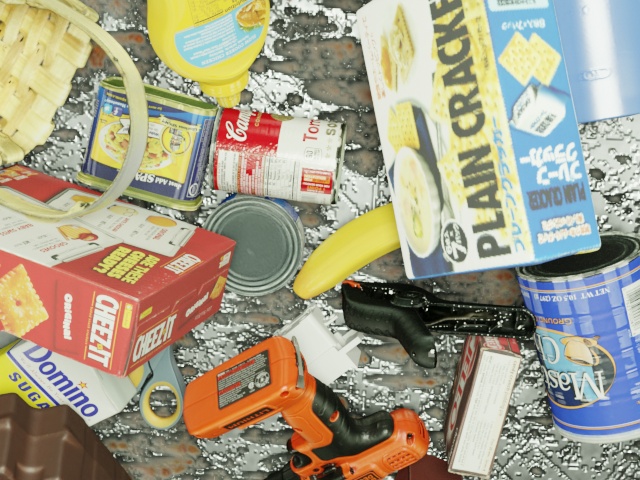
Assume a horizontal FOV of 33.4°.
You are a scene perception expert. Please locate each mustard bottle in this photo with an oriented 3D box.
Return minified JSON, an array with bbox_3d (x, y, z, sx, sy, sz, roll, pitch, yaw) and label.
[{"bbox_3d":[-0.086,-0.178,0.803,0.096,0.058,0.191,-32,140,-19],"label":"mustard bottle"}]

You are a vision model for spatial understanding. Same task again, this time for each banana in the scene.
[{"bbox_3d":[0.070,-0.003,0.866,0.198,0.069,0.037,-11,148,10],"label":"banana"}]

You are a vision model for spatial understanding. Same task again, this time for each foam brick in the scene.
[{"bbox_3d":[0.091,0.224,0.916,0.053,0.078,0.051,20,104,-1],"label":"foam brick"}]

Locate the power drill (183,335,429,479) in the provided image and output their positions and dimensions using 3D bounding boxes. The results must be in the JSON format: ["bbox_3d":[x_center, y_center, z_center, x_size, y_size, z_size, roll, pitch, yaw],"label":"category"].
[{"bbox_3d":[-0.027,0.164,0.884,0.185,0.057,0.187,-31,134,18],"label":"power drill"}]

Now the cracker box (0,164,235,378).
[{"bbox_3d":[-0.197,0.017,0.817,0.214,0.164,0.072,19,110,15],"label":"cracker box"}]

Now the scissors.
[{"bbox_3d":[-0.121,0.092,0.914,0.096,0.016,0.202,44,115,-9],"label":"scissors"}]

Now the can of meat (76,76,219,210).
[{"bbox_3d":[-0.138,-0.080,0.865,0.102,0.057,0.084,15,104,1],"label":"can of meat"}]

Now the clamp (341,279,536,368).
[{"bbox_3d":[0.068,0.062,0.838,0.172,0.120,0.039,8,100,43],"label":"clamp"}]

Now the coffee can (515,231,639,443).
[{"bbox_3d":[0.221,0.076,0.851,0.103,0.102,0.140,-14,103,9],"label":"coffee can"}]

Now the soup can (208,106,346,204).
[{"bbox_3d":[-0.033,-0.067,0.853,0.102,0.068,0.068,8,106,3],"label":"soup can"}]

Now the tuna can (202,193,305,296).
[{"bbox_3d":[-0.056,0.001,0.891,0.086,0.033,0.086,1,105,5],"label":"tuna can"}]

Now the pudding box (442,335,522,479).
[{"bbox_3d":[0.131,0.125,0.879,0.039,0.090,0.113,10,106,1],"label":"pudding box"}]

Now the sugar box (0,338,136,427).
[{"bbox_3d":[-0.258,0.137,0.929,0.176,0.048,0.093,-28,101,22],"label":"sugar box"}]
